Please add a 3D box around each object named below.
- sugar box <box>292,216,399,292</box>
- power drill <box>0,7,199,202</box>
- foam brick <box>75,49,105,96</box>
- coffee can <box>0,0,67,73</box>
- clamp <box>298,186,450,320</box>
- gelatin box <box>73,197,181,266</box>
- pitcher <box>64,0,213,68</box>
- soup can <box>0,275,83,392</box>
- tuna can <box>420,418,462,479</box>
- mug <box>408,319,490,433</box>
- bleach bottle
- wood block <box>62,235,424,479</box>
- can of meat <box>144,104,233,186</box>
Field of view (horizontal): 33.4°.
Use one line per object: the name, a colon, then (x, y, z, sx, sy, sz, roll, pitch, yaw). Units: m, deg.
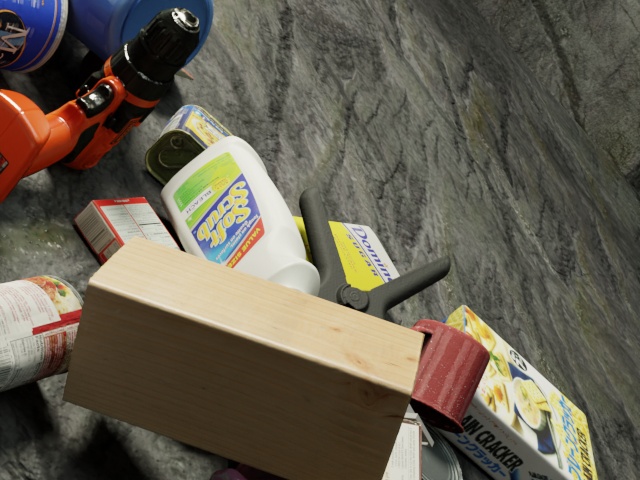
sugar box: (0.017, 0.026, 1.118, 0.175, 0.048, 0.093, 2, 53, -56)
power drill: (-0.187, -0.098, 0.816, 0.057, 0.185, 0.187, 49, 34, 2)
foam brick: (-0.196, -0.160, 1.026, 0.051, 0.053, 0.078, 35, 29, -28)
coffee can: (-0.290, -0.195, 0.859, 0.103, 0.103, 0.140, 57, 26, 18)
clamp: (0.019, 0.051, 1.002, 0.164, 0.036, 0.209, 32, 55, -1)
gelatin box: (-0.152, 0.007, 0.883, 0.089, 0.030, 0.073, 54, 24, 12)
pitcher: (-0.205, -0.254, 0.956, 0.243, 0.145, 0.149, 42, 10, 32)
soup can: (-0.203, 0.062, 0.671, 0.068, 0.069, 0.102, 54, 25, 11)
tuna can: (0.091, 0.207, 0.991, 0.086, 0.034, 0.086, 38, 27, -23)
mug: (0.106, 0.123, 1.026, 0.093, 0.081, 0.117, 11, -23, 47)
bleach bottle: (-0.056, 0.001, 0.877, 0.068, 0.102, 0.251, 53, -2, -33)
wood block: (-0.047, 0.081, 0.687, 0.206, 0.091, 0.090, 18, 21, 4)
can of meat: (-0.114, -0.077, 1.039, 0.102, 0.057, 0.084, 42, 23, -16)
